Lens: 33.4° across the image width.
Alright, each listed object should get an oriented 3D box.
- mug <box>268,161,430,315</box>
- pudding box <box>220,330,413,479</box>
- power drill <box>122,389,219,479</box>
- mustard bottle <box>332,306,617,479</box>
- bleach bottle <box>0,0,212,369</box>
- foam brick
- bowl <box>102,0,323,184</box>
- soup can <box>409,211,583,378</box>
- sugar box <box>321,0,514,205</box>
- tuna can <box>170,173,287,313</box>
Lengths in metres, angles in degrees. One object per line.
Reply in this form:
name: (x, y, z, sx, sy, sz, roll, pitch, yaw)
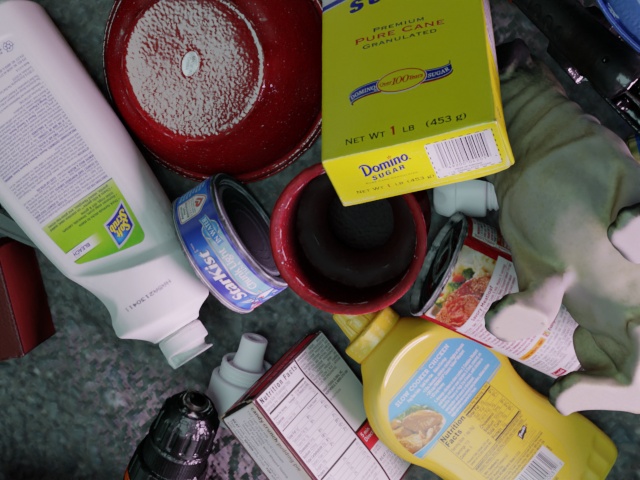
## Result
mug: (0.026, -0.021, 0.650, 0.093, 0.081, 0.117, 17, 106, 9)
pudding box: (0.001, 0.127, 0.681, 0.113, 0.089, 0.039, 52, 130, -2)
power drill: (-0.051, 0.202, 0.712, 0.188, 0.057, 0.185, 31, 125, 9)
mustard bottle: (0.085, 0.104, 0.674, 0.191, 0.058, 0.096, 41, 88, 2)
bleach bottle: (-0.156, -0.026, 0.686, 0.103, 0.068, 0.251, -34, 87, 16)
foam brick: (-0.225, 0.040, 0.737, 0.053, 0.051, 0.078, -11, 100, 14)
bowl: (-0.071, -0.110, 0.667, 0.162, 0.055, 0.162, 3, 102, 12)
soup can: (0.114, 0.034, 0.640, 0.102, 0.068, 0.068, 25, 107, -7)
sugar box: (0.048, -0.107, 0.587, 0.093, 0.176, 0.048, -12, 144, 15)
tuna can: (-0.054, 0.001, 0.671, 0.034, 0.086, 0.086, -32, 94, 15)
